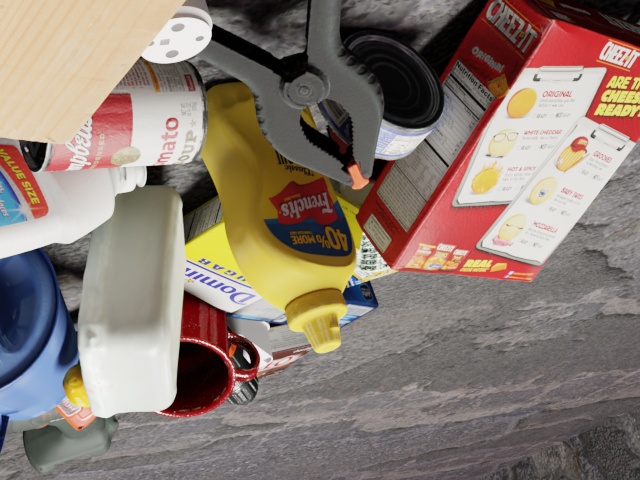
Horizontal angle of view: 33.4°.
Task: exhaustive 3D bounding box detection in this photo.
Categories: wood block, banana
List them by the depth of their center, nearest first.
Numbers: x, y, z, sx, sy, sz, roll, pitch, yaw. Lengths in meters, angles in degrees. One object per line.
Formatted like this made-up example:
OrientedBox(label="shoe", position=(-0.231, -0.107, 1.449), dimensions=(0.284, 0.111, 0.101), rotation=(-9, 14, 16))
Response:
OrientedBox(label="wood block", position=(-0.118, -0.138, 0.491), dimensions=(0.090, 0.090, 0.206), rotation=(3, 151, -41))
OrientedBox(label="banana", position=(-0.185, 0.092, 0.878), dimensions=(0.037, 0.198, 0.069), rotation=(-11, 114, 1))

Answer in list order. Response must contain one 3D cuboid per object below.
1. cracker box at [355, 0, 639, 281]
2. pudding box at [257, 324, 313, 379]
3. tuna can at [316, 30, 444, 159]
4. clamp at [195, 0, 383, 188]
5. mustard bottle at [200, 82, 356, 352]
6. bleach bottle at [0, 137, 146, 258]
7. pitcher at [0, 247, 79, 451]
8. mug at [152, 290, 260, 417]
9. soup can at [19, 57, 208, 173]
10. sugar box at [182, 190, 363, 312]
OrientedBox(label="cracker box", position=(0.145, -0.072, 0.789), dimensions=(0.163, 0.072, 0.214), rotation=(6, 126, -40))
OrientedBox(label="pudding box", position=(-0.072, 0.134, 1.247), dimensions=(0.113, 0.039, 0.090), rotation=(-10, 159, -43))
OrientedBox(label="tuna can", position=(0.041, -0.099, 0.720), dimensions=(0.085, 0.086, 0.034), rotation=(-3, 152, -34))
OrientedBox(label="clamp", position=(-0.005, -0.107, 0.642), dimensions=(0.120, 0.039, 0.171), rotation=(-28, 125, 24))
OrientedBox(label="mustard bottle", position=(-0.024, -0.014, 0.728), dimensions=(0.096, 0.192, 0.058), rotation=(5, 149, -46))
OrientedBox(label="bleach bottle", position=(-0.233, -0.033, 0.670), dimensions=(0.250, 0.102, 0.068), rotation=(-14, 171, -29))
OrientedBox(label="pitcher", position=(-0.256, 0.085, 0.834), dimensions=(0.149, 0.145, 0.243), rotation=(-44, 172, -15))
OrientedBox(label="mug", position=(-0.110, 0.095, 0.936), dimensions=(0.117, 0.081, 0.093), rotation=(8, 124, -12))
OrientedBox(label="soup can", position=(-0.129, -0.078, 0.659), dimensions=(0.102, 0.068, 0.069), rotation=(-6, 156, -31))
OrientedBox(label="sugar box", position=(-0.056, 0.001, 0.865), dimensions=(0.093, 0.048, 0.177), rotation=(31, 141, -27))
